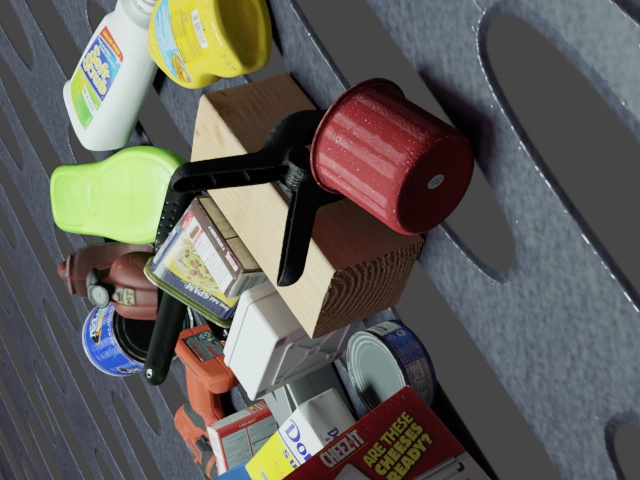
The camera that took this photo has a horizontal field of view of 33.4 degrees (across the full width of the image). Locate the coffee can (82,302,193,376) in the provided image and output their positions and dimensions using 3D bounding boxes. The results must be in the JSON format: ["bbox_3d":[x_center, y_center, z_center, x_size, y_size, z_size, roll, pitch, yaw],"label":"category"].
[{"bbox_3d":[-0.230,0.112,1.331,0.141,0.102,0.103,-24,87,61],"label":"coffee can"}]

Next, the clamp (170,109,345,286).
[{"bbox_3d":[-0.015,-0.041,0.808,0.120,0.171,0.039,53,149,7],"label":"clamp"}]

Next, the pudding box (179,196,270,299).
[{"bbox_3d":[-0.056,0.001,0.953,0.090,0.113,0.039,54,127,26],"label":"pudding box"}]

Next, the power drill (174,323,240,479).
[{"bbox_3d":[-0.120,0.206,1.247,0.185,0.057,0.188,40,140,42],"label":"power drill"}]

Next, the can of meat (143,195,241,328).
[{"bbox_3d":[-0.101,0.019,1.011,0.102,0.057,0.084,34,110,-8],"label":"can of meat"}]

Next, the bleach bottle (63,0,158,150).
[{"bbox_3d":[-0.215,-0.200,1.155,0.251,0.068,0.102,-49,57,54],"label":"bleach bottle"}]

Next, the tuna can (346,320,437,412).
[{"bbox_3d":[0.060,0.112,0.903,0.086,0.033,0.086,38,138,44],"label":"tuna can"}]

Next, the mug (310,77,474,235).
[{"bbox_3d":[0.058,-0.050,0.764,0.082,0.093,0.117,38,169,37],"label":"mug"}]

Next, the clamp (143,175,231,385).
[{"bbox_3d":[-0.143,0.039,1.109,0.036,0.164,0.210,4,110,22],"label":"clamp"}]

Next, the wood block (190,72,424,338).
[{"bbox_3d":[-0.018,-0.033,0.889,0.206,0.090,0.090,53,147,28],"label":"wood block"}]

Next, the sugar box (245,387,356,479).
[{"bbox_3d":[-0.008,0.206,0.949,0.093,0.048,0.176,57,151,15],"label":"sugar box"}]

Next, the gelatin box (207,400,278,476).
[{"bbox_3d":[-0.080,0.233,1.180,0.030,0.073,0.089,18,124,56],"label":"gelatin box"}]

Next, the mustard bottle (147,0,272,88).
[{"bbox_3d":[-0.114,-0.191,0.988,0.192,0.058,0.096,-1,109,60],"label":"mustard bottle"}]

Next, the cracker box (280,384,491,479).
[{"bbox_3d":[0.071,0.241,0.797,0.214,0.163,0.072,48,146,16],"label":"cracker box"}]
